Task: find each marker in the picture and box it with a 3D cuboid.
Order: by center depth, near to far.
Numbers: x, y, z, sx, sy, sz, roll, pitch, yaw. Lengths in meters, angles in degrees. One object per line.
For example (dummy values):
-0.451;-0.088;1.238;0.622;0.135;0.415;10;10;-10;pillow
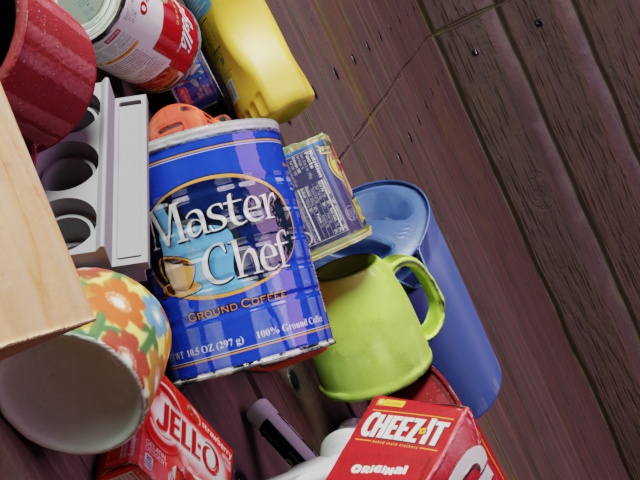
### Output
-0.006;0.150;0.700;0.121;0.020;0.020;43;3;30;marker

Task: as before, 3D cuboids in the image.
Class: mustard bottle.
-0.073;-0.178;0.821;0.191;0.058;0.096;63;-12;-1;mustard bottle

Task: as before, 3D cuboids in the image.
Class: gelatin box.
-0.081;0.120;0.576;0.089;0.030;0.073;57;19;-33;gelatin box

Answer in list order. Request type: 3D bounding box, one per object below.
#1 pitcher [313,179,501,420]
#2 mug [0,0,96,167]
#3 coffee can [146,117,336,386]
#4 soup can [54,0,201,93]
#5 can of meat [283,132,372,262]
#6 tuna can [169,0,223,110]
0.078;0.066;1.014;0.242;0.145;0.149;58;29;-37;pitcher
-0.156;-0.076;0.504;0.081;0.093;0.117;31;42;-71;mug
-0.058;0.008;0.649;0.102;0.103;0.140;-2;77;-73;coffee can
-0.133;-0.144;0.707;0.102;0.069;0.068;22;47;-67;soup can
-0.003;-0.033;0.809;0.102;0.057;0.084;-48;114;-85;can of meat
-0.106;-0.137;0.802;0.086;0.034;0.086;64;-1;2;tuna can
